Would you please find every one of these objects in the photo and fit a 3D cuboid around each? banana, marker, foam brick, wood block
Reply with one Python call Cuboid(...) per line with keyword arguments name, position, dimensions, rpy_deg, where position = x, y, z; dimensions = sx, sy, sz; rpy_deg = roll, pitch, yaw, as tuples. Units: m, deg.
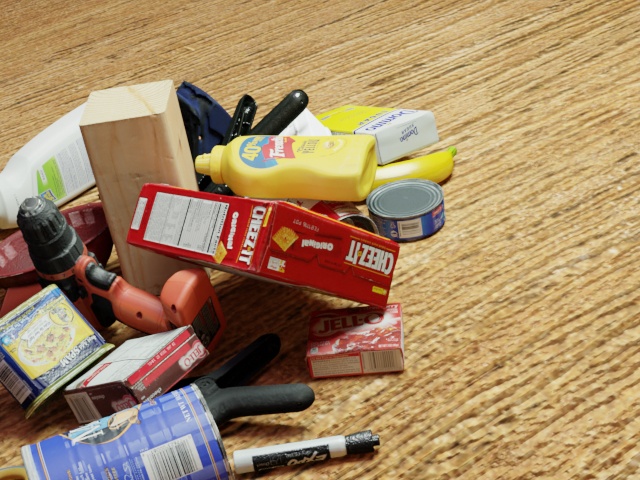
Cuboid(name="banana", position=(0.074, -0.072, 1.252), dimensions=(0.197, 0.037, 0.070), rpy_deg=(-12, 10, -5))
Cuboid(name="marker", position=(-0.011, 0.173, 0.878), dimensions=(0.121, 0.020, 0.020), rpy_deg=(-9, 30, 2))
Cuboid(name="foam brick", position=(-0.294, 0.085, 1.082), dimensions=(0.051, 0.053, 0.078), rpy_deg=(-10, 30, 1))
Cuboid(name="wood block", position=(-0.179, -0.053, 1.126), dimensions=(0.090, 0.206, 0.091), rpy_deg=(-8, 30, 3))

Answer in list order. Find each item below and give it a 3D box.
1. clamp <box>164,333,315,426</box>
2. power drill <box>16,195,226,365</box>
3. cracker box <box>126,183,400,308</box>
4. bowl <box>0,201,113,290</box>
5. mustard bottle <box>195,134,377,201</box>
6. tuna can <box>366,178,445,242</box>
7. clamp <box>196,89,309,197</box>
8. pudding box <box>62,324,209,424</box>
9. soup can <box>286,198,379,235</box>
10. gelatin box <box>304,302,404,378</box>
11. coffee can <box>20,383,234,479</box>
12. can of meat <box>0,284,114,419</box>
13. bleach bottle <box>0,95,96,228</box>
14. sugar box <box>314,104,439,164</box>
Cuboid(name="clamp", position=(-0.095, 0.135, 0.951), dimensions=(0.171, 0.039, 0.120), rpy_deg=(-15, 19, -3))
Cuboid(name="power drill", position=(-0.190, 0.040, 1.016), dimensions=(0.188, 0.184, 0.057), rpy_deg=(17, 57, 25))
Cuboid(name="cracker box", position=(-0.057, 0.001, 1.019), dimensions=(0.163, 0.072, 0.214), rpy_deg=(17, -5, -41))
Cuboid(name="bowl", position=(-0.288, 0.020, 1.170), dimensions=(0.162, 0.055, 0.162), rpy_deg=(-19, 23, 8))
Cuboid(name="mustard bottle", position=(-0.041, -0.079, 1.133), dimensions=(0.192, 0.058, 0.096), rpy_deg=(2, 33, 14))
Cuboid(name="tuna can", position=(0.095, -0.033, 1.178), dimensions=(0.086, 0.034, 0.086), rpy_deg=(-8, 30, 5))
Cuboid(name="clamp", position=(-0.107, -0.095, 1.254), dimensions=(0.210, 0.036, 0.165), rpy_deg=(-54, 23, -5))
Cuboid(name="pudding box", position=(-0.167, 0.121, 0.958), dimensions=(0.114, 0.039, 0.089), rpy_deg=(-15, 18, 47))
Cuboid(name="soup can", position=(0.010, -0.015, 1.140), dimensions=(0.068, 0.068, 0.102), rpy_deg=(-21, 31, -17))
Cuboid(name="gelatin box", position=(0.032, 0.092, 0.991), dimensions=(0.089, 0.030, 0.073), rpy_deg=(-6, 30, 7))
Cuboid(name="coffee can", position=(-0.147, 0.182, 0.823), dimensions=(0.140, 0.103, 0.103), rpy_deg=(-19, 32, -15))
Cuboid(name="can of meat", position=(-0.258, 0.101, 0.993), dimensions=(0.101, 0.084, 0.058), rpy_deg=(-40, -3, -43))
Cuboid(name="bleach bottle", position=(-0.342, -0.095, 1.349), dimensions=(0.068, 0.102, 0.250), rpy_deg=(8, 34, 37))
Cuboid(name="sugar box", position=(0.053, -0.133, 1.310), dimensions=(0.093, 0.048, 0.177), rpy_deg=(-24, 19, -30))
